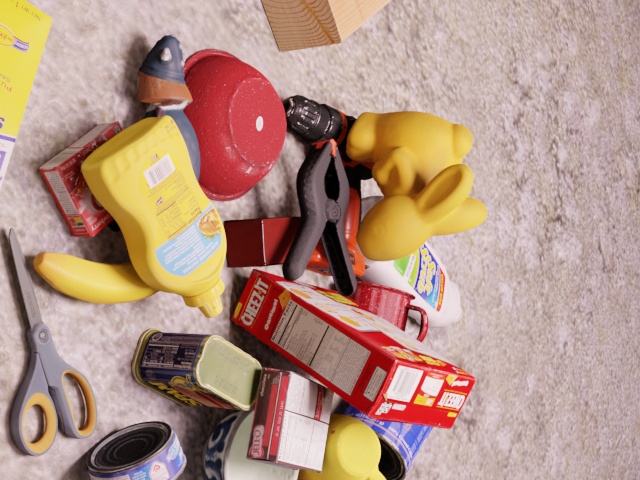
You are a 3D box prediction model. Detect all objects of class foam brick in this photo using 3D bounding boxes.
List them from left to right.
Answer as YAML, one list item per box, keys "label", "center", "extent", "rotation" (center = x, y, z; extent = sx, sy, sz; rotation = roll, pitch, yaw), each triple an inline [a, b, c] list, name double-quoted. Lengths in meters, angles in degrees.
- label: "foam brick"
  center: [-0.058, 0.001, 1.148]
  extent: [0.078, 0.053, 0.051]
  rotation: [-5, 93, -53]

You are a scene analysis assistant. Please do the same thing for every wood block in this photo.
- label: "wood block"
  center: [0.026, -0.307, 1.239]
  extent: [0.205, 0.090, 0.091]
  rotation: [-47, 126, -43]

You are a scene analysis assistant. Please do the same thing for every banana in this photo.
- label: "banana"
  center: [-0.184, 0.025, 0.993]
  extent: [0.197, 0.037, 0.069]
  rotation: [-21, 100, -51]

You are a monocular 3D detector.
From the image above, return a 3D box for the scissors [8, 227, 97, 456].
- label: "scissors"
  center: [-0.252, 0.099, 0.916]
  extent: [0.096, 0.016, 0.201]
  rotation: [-47, 125, -43]

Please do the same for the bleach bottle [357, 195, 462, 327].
- label: "bleach bottle"
  center: [0.120, 0.041, 1.379]
  extent: [0.250, 0.068, 0.102]
  rotation: [39, 59, -48]

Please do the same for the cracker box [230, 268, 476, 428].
- label: "cracker box"
  center: [0.034, 0.116, 1.131]
  extent: [0.163, 0.214, 0.072]
  rotation: [19, 99, -52]

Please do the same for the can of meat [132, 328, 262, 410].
- label: "can of meat"
  center: [-0.117, 0.127, 1.039]
  extent: [0.102, 0.084, 0.057]
  rotation: [39, 58, -46]

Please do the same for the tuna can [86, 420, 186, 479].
- label: "tuna can"
  center: [-0.168, 0.200, 0.967]
  extent: [0.086, 0.086, 0.034]
  rotation: [-38, 117, -47]

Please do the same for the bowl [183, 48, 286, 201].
- label: "bowl"
  center: [-0.085, -0.122, 1.113]
  extent: [0.161, 0.055, 0.162]
  rotation: [1, 89, -53]

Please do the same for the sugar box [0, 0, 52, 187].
- label: "sugar box"
  center: [-0.283, -0.120, 0.856]
  extent: [0.093, 0.048, 0.176]
  rotation: [30, 65, -49]

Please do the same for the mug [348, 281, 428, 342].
- label: "mug"
  center: [0.072, 0.099, 1.271]
  extent: [0.093, 0.117, 0.081]
  rotation: [32, 68, -65]

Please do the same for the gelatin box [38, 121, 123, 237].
- label: "gelatin box"
  center: [-0.203, -0.056, 0.973]
  extent: [0.089, 0.030, 0.073]
  rotation: [-47, 125, -43]

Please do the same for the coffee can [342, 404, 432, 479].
- label: "coffee can"
  center: [0.087, 0.211, 1.294]
  extent: [0.140, 0.103, 0.103]
  rotation: [-52, 128, -40]

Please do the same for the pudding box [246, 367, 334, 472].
- label: "pudding box"
  center: [-0.029, 0.182, 1.069]
  extent: [0.113, 0.039, 0.090]
  rotation: [34, 62, -59]

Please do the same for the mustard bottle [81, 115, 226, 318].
- label: "mustard bottle"
  center: [-0.136, -0.011, 0.976]
  extent: [0.096, 0.058, 0.191]
  rotation: [-44, 120, -38]

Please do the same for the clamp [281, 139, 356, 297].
- label: "clamp"
  center: [0.007, -0.021, 1.162]
  extent: [0.120, 0.039, 0.171]
  rotation: [36, 58, -54]

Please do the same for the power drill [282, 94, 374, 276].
- label: "power drill"
  center: [0.008, -0.060, 1.234]
  extent: [0.184, 0.057, 0.187]
  rotation: [22, 73, -48]
